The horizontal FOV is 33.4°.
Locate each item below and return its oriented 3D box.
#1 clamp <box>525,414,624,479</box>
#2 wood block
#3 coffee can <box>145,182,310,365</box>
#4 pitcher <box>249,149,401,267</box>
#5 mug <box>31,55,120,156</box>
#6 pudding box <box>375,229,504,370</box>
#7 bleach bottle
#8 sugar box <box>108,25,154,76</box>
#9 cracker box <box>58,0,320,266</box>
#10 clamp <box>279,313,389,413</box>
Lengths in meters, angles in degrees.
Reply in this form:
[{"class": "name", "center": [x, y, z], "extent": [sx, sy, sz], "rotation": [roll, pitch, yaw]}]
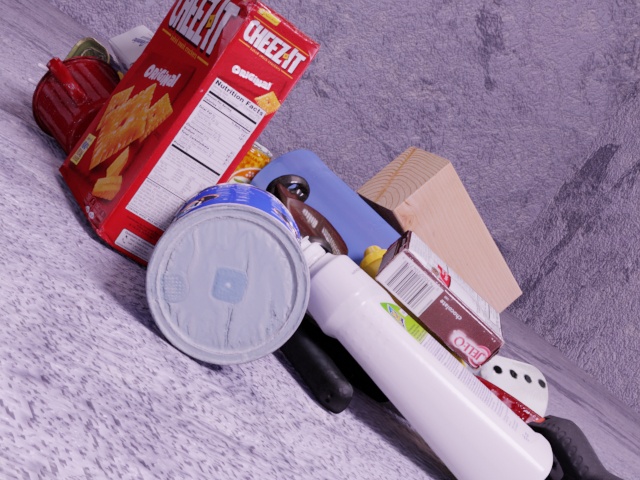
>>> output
[{"class": "clamp", "center": [0.209, 0.189, 0.825], "extent": [0.039, 0.120, 0.172], "rotation": [-14, 42, -18]}, {"class": "wood block", "center": [0.141, 0.003, 1.256], "extent": [0.206, 0.090, 0.090], "rotation": [56, -12, -29]}, {"class": "coffee can", "center": [-0.061, 0.018, 0.731], "extent": [0.102, 0.103, 0.140], "rotation": [35, 5, -7]}, {"class": "pitcher", "center": [0.034, 0.021, 1.131], "extent": [0.243, 0.149, 0.145], "rotation": [42, -15, 25]}, {"class": "mug", "center": [-0.220, -0.124, 1.007], "extent": [0.082, 0.093, 0.117], "rotation": [47, -13, 41]}, {"class": "pudding box", "center": [0.099, 0.047, 0.879], "extent": [0.113, 0.039, 0.090], "rotation": [45, 12, -2]}, {"class": "bleach bottle", "center": [0.068, 0.096, 0.824], "extent": [0.251, 0.068, 0.102], "rotation": [46, 7, 6]}, {"class": "sugar box", "center": [-0.146, -0.115, 1.045], "extent": [0.093, 0.048, 0.176], "rotation": [46, -22, 56]}, {"class": "cracker box", "center": [-0.113, -0.103, 0.853], "extent": [0.072, 0.214, 0.164], "rotation": [32, 7, -31]}, {"class": "clamp", "center": [-0.031, 0.065, 0.855], "extent": [0.210, 0.036, 0.164], "rotation": [40, 6, 9]}]
